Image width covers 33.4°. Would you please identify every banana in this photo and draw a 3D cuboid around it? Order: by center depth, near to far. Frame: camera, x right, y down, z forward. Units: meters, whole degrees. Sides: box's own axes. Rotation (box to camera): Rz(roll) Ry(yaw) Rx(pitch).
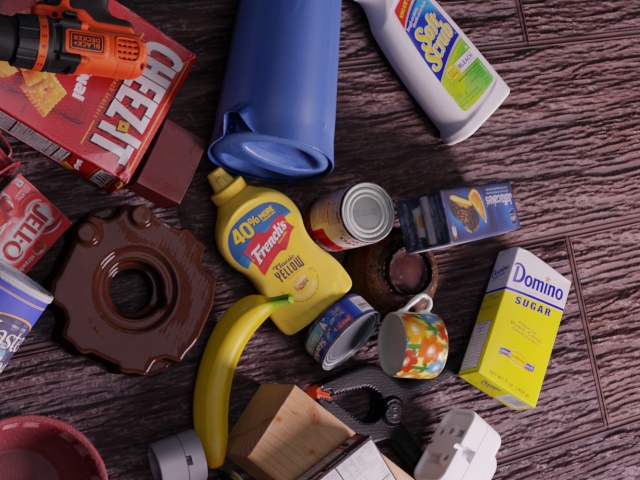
[{"bbox_3d":[-0.097,0.136,1.119,0.037,0.070,0.198,29,81,-53],"label":"banana"}]

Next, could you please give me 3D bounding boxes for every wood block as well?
[{"bbox_3d":[0.007,0.249,1.138,0.206,0.091,0.090,40,69,-16],"label":"wood block"}]

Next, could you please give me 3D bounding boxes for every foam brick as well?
[{"bbox_3d":[-0.162,-0.079,1.120,0.053,0.051,0.078,29,73,-20],"label":"foam brick"}]

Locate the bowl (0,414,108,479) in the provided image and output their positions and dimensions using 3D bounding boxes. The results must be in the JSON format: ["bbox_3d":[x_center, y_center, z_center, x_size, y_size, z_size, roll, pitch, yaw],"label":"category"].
[{"bbox_3d":[-0.287,0.247,1.020,0.161,0.055,0.162,3,82,-25],"label":"bowl"}]

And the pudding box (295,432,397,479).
[{"bbox_3d":[0.038,0.266,1.078,0.090,0.039,0.113,-34,101,-24],"label":"pudding box"}]

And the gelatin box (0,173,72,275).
[{"bbox_3d":[-0.303,-0.010,1.057,0.073,0.030,0.089,45,68,-14],"label":"gelatin box"}]

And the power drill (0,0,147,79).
[{"bbox_3d":[-0.254,-0.250,1.016,0.184,0.057,0.187,5,82,-31],"label":"power drill"}]

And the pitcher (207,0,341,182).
[{"bbox_3d":[-0.036,-0.188,1.155,0.145,0.149,0.243,11,73,-13],"label":"pitcher"}]

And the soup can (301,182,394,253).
[{"bbox_3d":[0.029,-0.025,1.174,0.068,0.102,0.068,3,82,-25],"label":"soup can"}]

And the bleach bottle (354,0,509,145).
[{"bbox_3d":[0.110,-0.239,1.262,0.250,0.068,0.102,48,67,-10],"label":"bleach bottle"}]

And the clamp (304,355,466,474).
[{"bbox_3d":[0.081,0.184,1.210,0.209,0.036,0.164,25,72,-25],"label":"clamp"}]

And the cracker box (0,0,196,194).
[{"bbox_3d":[-0.256,-0.173,1.075,0.213,0.072,0.164,32,71,-19],"label":"cracker box"}]

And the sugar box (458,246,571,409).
[{"bbox_3d":[0.234,0.103,1.272,0.093,0.048,0.176,33,64,-20],"label":"sugar box"}]

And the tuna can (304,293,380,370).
[{"bbox_3d":[0.023,0.099,1.165,0.086,0.086,0.034,-35,66,-24],"label":"tuna can"}]

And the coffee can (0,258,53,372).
[{"bbox_3d":[-0.328,0.082,0.978,0.102,0.103,0.140,36,84,-17],"label":"coffee can"}]

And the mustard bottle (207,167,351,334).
[{"bbox_3d":[-0.057,0.001,1.153,0.096,0.058,0.191,-38,99,-4],"label":"mustard bottle"}]
